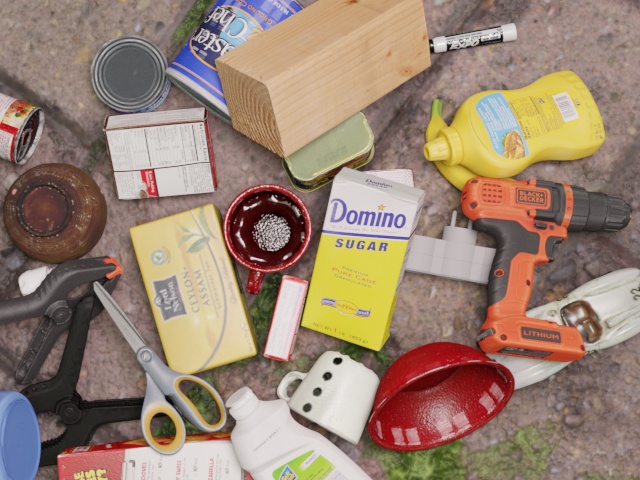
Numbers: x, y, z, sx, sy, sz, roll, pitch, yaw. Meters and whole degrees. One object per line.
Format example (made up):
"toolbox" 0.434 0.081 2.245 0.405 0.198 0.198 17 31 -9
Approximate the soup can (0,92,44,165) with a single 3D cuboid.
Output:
"soup can" -0.363 -0.131 1.166 0.102 0.068 0.068 21 87 2

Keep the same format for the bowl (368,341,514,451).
"bowl" 0.119 0.155 1.120 0.162 0.162 0.055 -20 51 -1

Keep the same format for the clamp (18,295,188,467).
"clamp" -0.271 0.168 1.152 0.210 0.036 0.164 -32 102 3

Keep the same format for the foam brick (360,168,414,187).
"foam brick" 0.063 -0.048 1.163 0.078 0.051 0.053 -3 86 0

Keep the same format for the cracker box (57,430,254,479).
"cracker box" -0.160 0.291 1.126 0.213 0.072 0.164 -5 86 -6

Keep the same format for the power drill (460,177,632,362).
"power drill" 0.234 0.028 1.105 0.184 0.057 0.187 6 71 -6

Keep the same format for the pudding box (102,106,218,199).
"pudding box" -0.172 -0.093 1.156 0.113 0.039 0.090 -6 120 -1

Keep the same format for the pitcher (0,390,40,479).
"pitcher" -0.422 0.210 1.090 0.243 0.149 0.145 -6 91 9

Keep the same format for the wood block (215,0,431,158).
"wood block" 0.006 -0.184 1.102 0.205 0.090 0.091 -34 44 -23

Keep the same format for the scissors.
"scissors" -0.187 0.140 1.104 0.202 0.016 0.096 38 77 5

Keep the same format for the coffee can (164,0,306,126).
"coffee can" -0.086 -0.206 1.149 0.103 0.103 0.140 35 87 2

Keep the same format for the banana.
"banana" 0.186 -0.074 1.170 0.198 0.037 0.069 38 88 3

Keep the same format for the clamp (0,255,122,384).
"clamp" -0.293 0.069 1.141 0.171 0.120 0.039 -45 51 -5

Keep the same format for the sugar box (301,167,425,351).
"sugar box" 0.043 0.020 1.122 0.093 0.048 0.176 17 116 11

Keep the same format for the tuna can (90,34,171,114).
"tuna can" -0.209 -0.182 1.183 0.086 0.034 0.086 0 87 1

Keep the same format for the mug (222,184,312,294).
"mug" -0.058 0.001 1.147 0.093 0.081 0.117 12 87 1

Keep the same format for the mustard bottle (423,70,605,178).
"mustard bottle" 0.200 -0.116 1.138 0.191 0.058 0.096 -16 72 -15

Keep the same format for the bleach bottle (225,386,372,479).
"bleach bottle" -0.003 0.246 1.100 0.102 0.068 0.250 -42 104 -16

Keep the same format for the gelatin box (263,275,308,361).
"gelatin box" -0.037 0.083 1.146 0.030 0.073 0.089 13 87 1

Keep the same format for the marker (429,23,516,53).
"marker" 0.157 -0.222 1.188 0.121 0.020 0.020 -10 87 0

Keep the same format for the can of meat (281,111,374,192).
"can of meat" 0.008 -0.098 1.151 0.102 0.084 0.057 -27 87 -1
